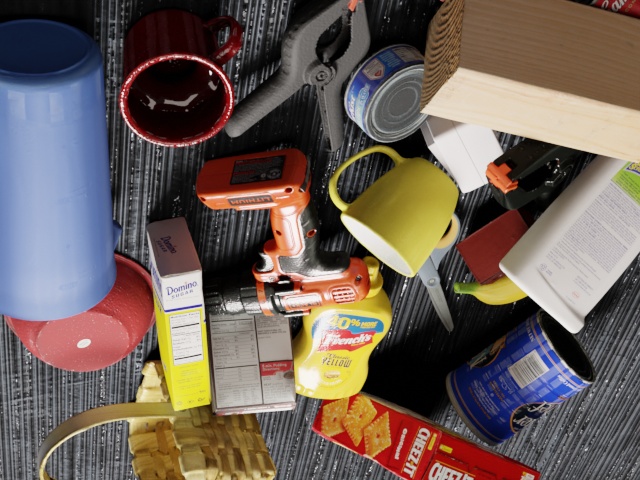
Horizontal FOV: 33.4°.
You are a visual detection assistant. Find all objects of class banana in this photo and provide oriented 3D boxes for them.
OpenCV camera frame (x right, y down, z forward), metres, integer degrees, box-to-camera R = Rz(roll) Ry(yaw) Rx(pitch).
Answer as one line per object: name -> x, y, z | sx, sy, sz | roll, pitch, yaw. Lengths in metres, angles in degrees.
banana -> 0.241, 0.016, 1.147 | 0.198, 0.037, 0.069 | -37, 143, 19

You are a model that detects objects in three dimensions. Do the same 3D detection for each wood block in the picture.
wood block -> 0.198, -0.141, 0.901 | 0.206, 0.091, 0.090 | 11, 160, -12

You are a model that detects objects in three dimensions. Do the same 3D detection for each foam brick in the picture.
foam brick -> 0.189, 0.006, 1.106 | 0.078, 0.051, 0.053 | -34, 169, 20

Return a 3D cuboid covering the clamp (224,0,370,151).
clamp -> 0.001, -0.148, 0.942 | 0.120, 0.039, 0.172 | 10, 129, -40

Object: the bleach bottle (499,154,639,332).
bleach bottle -> 0.292, -0.035, 1.028 | 0.102, 0.068, 0.251 | 40, 98, -16

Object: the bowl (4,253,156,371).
bowl -> -0.243, 0.084, 1.092 | 0.162, 0.055, 0.162 | -6, 134, -7

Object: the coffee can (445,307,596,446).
coffee can -> 0.231, 0.159, 1.239 | 0.140, 0.103, 0.102 | -40, 129, 23

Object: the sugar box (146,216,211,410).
sugar box -> -0.141, 0.075, 1.066 | 0.048, 0.093, 0.176 | -12, 128, -12

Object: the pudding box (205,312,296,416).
pudding box -> -0.074, 0.126, 1.132 | 0.090, 0.113, 0.039 | -4, 162, -9

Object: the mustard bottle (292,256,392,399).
mustard bottle -> 0.025, 0.091, 1.158 | 0.096, 0.058, 0.192 | 9, 130, -15

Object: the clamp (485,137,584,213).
clamp -> 0.213, -0.067, 1.007 | 0.209, 0.036, 0.165 | -22, 151, -44

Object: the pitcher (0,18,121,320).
pitcher -> -0.248, -0.055, 0.904 | 0.145, 0.149, 0.243 | 7, 129, -2

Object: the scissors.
scissors -> 0.132, 0.027, 1.152 | 0.096, 0.016, 0.201 | -31, 132, 16

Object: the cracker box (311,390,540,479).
cracker box -> 0.115, 0.240, 1.219 | 0.164, 0.214, 0.072 | 26, 84, -32

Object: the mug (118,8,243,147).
mug -> -0.113, -0.145, 0.886 | 0.117, 0.081, 0.093 | -36, 130, 20

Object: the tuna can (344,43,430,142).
tuna can -> 0.066, -0.131, 0.955 | 0.086, 0.034, 0.086 | -24, 142, -21

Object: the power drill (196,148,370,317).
power drill -> -0.057, 0.001, 1.047 | 0.184, 0.057, 0.187 | -8, 134, 13
